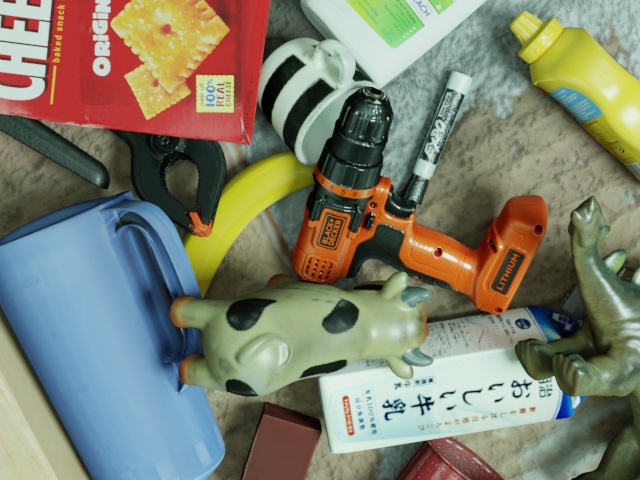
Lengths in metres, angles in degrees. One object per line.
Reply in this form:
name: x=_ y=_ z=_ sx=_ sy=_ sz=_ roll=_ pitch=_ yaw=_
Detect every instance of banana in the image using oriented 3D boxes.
banana: x=-0.065 y=-0.016 z=0.900 sx=0.198 sy=0.037 sz=0.069 roll=-39 pitch=92 yaw=2

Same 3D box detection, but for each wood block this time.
wood block: x=-0.270 y=0.136 z=0.845 sx=0.090 sy=0.091 sz=0.206 roll=-28 pitch=91 yaw=0

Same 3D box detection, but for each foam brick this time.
foam brick: x=-0.035 y=0.185 z=0.910 sx=0.053 sy=0.051 sz=0.078 roll=19 pitch=94 yaw=-1

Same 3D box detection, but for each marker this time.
marker: x=0.098 y=-0.084 z=0.906 sx=0.020 sy=0.020 sz=0.121 roll=22 pitch=94 yaw=-3

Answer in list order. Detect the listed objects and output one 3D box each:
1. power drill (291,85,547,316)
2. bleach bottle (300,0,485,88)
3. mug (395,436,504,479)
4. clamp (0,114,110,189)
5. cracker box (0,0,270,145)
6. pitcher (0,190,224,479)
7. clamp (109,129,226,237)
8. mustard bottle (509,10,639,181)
power drill: x=0.082 y=-0.023 z=0.862 sx=0.187 sy=0.057 sz=0.185 roll=17 pitch=127 yaw=-2
bleach bottle: x=0.108 y=-0.241 z=0.874 sx=0.251 sy=0.068 sz=0.102 roll=-42 pitch=94 yaw=0
mug: x=0.110 y=0.223 z=0.904 sx=0.117 sy=0.093 sz=0.081 roll=29 pitch=100 yaw=-39
clamp: x=-0.292 y=-0.097 z=0.876 sx=0.164 sy=0.036 sz=0.210 roll=-29 pitch=95 yaw=1
cracker box: x=-0.148 y=-0.167 z=0.807 sx=0.213 sy=0.072 sz=0.164 roll=6 pitch=101 yaw=-10
pitcher: x=-0.162 y=0.087 z=0.859 sx=0.145 sy=0.149 sz=0.243 roll=-25 pitch=98 yaw=-14
clamp: x=-0.136 y=-0.081 z=0.882 sx=0.120 sy=0.039 sz=0.171 roll=-15 pitch=77 yaw=8
mustard bottle: x=0.229 y=-0.116 z=0.867 sx=0.191 sy=0.096 sz=0.058 roll=41 pitch=93 yaw=-3
